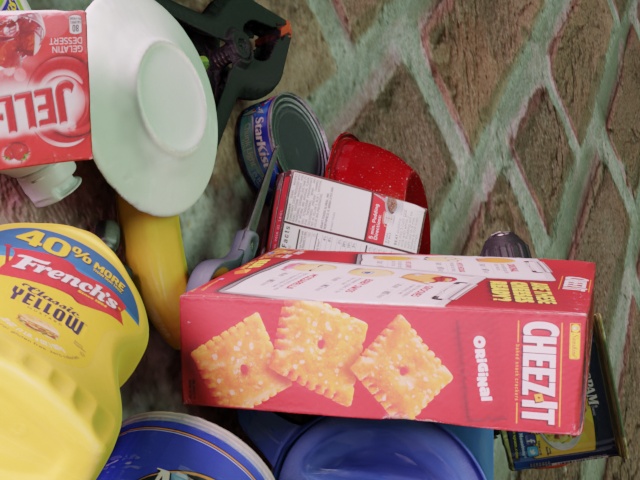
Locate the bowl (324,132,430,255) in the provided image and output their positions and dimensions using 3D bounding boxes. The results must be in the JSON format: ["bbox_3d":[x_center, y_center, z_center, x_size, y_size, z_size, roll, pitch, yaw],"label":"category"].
[{"bbox_3d":[0.052,-0.009,0.859,0.162,0.055,0.162,-4,90,-72],"label":"bowl"}]

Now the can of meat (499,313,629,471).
[{"bbox_3d":[0.166,0.109,0.758,0.057,0.084,0.102,14,66,-78],"label":"can of meat"}]

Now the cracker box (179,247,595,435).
[{"bbox_3d":[0.047,0.053,0.619,0.164,0.214,0.072,-28,119,-72],"label":"cracker box"}]

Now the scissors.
[{"bbox_3d":[-0.054,0.001,0.680,0.096,0.016,0.201,68,28,-61],"label":"scissors"}]

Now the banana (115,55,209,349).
[{"bbox_3d":[-0.095,-0.035,0.652,0.069,0.037,0.198,17,69,-42],"label":"banana"}]

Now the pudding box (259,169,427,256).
[{"bbox_3d":[0.015,0.006,0.764,0.113,0.039,0.090,14,83,-19],"label":"pudding box"}]

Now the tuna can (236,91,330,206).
[{"bbox_3d":[-0.027,-0.067,0.811,0.086,0.034,0.086,36,46,-48],"label":"tuna can"}]

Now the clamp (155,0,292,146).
[{"bbox_3d":[-0.068,-0.123,0.765,0.171,0.039,0.120,-22,102,-55],"label":"clamp"}]

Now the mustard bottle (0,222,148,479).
[{"bbox_3d":[-0.125,0.037,0.477,0.096,0.058,0.191,29,16,-10],"label":"mustard bottle"}]

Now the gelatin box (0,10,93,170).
[{"bbox_3d":[-0.151,-0.070,0.499,0.089,0.030,0.073,-11,107,-41],"label":"gelatin box"}]

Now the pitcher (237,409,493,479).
[{"bbox_3d":[0.049,0.129,0.726,0.242,0.145,0.149,-44,119,-74],"label":"pitcher"}]
